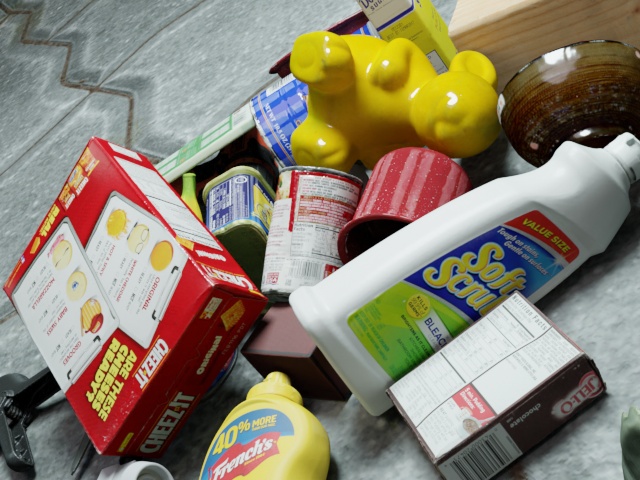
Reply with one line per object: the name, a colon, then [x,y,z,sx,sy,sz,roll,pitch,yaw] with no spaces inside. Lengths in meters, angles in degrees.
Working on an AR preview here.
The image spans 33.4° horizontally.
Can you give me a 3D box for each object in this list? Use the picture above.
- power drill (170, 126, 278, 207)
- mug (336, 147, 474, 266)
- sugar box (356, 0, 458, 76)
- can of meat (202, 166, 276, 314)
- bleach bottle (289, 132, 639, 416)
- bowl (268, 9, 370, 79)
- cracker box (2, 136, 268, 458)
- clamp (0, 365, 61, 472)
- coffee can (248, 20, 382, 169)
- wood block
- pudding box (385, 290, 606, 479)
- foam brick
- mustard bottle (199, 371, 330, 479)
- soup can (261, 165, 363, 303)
power drill: [-0.127,-0.037,1.094,0.188,0.057,0.184,-26,31,17]
mug: [0.064,-0.009,0.808,0.117,0.093,0.081,-59,6,52]
sugar box: [0.080,-0.199,0.965,0.048,0.176,0.093,-27,30,19]
can of meat: [-0.056,0.001,0.911,0.057,0.102,0.084,-28,32,14]
bleach bottle: [0.108,0.006,0.716,0.251,0.102,0.068,-36,20,1]
bowl: [0.029,-0.191,1.102,0.162,0.055,0.162,-29,4,2]
cracker box: [-0.156,0.043,0.860,0.214,0.072,0.164,46,109,38]
clamp: [-0.291,0.168,1.000,0.172,0.039,0.120,-21,32,42]
coffee can: [0.018,-0.127,1.009,0.140,0.102,0.103,-31,29,12]
wood block: [0.223,-0.199,0.896,0.206,0.090,0.090,-17,34,33]
pudding box: [0.106,0.093,0.663,0.113,0.039,0.090,-36,28,0]
foam brick: [-0.008,0.081,0.793,0.078,0.053,0.051,-1,45,46]
mustard bottle: [-0.039,0.161,0.707,0.096,0.058,0.191,-29,29,26]
soup can: [-0.007,0.000,0.836,0.069,0.068,0.102,-3,74,46]
